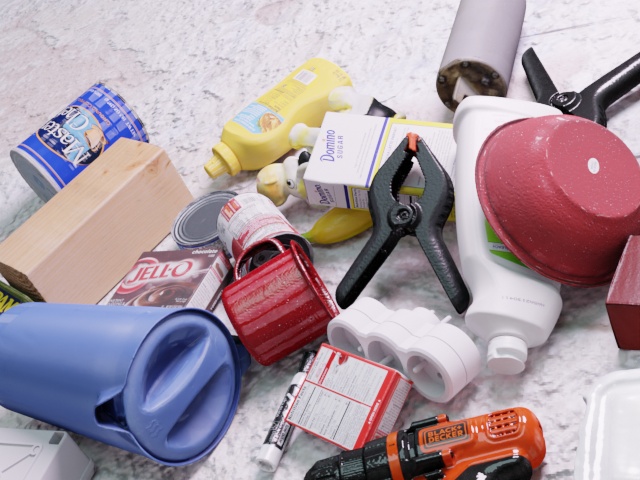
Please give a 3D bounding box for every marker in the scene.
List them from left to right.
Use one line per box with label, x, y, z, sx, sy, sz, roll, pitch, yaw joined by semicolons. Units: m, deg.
marker;-0.025;0.142;0.909;0.020;0.020;0.121;-3;43;30

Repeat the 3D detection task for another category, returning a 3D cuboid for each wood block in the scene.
wood block;-0.250;-0.012;1.183;0.090;0.090;0.205;17;56;45

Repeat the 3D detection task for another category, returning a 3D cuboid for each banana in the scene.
banana;0.059;-0.056;1.078;0.197;0.037;0.070;-39;39;-14

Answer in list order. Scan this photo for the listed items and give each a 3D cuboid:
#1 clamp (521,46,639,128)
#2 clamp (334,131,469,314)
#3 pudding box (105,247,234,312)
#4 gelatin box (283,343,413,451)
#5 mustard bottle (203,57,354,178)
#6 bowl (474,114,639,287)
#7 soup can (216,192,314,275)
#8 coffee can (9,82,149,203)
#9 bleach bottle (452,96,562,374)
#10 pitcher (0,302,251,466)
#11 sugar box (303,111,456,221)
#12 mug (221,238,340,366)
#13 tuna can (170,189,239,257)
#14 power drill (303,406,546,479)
clamp;0.252;-0.129;1.039;0.165;0.036;0.209;-4;44;35
clamp;0.087;-0.011;0.951;0.120;0.039;0.171;11;79;17
pudding box;-0.154;0.051;1.087;0.114;0.039;0.090;-1;43;32
gelatin box;0.022;0.131;0.865;0.089;0.030;0.073;15;75;44
mustard bottle;-0.055;-0.134;1.230;0.191;0.058;0.096;-38;38;-13
bowl;0.209;-0.045;0.867;0.162;0.162;0.055;-59;4;-36
soup can;-0.057;0.001;1.059;0.068;0.068;0.102;-33;36;-7
coffee can;-0.299;-0.115;1.329;0.140;0.102;0.103;-44;39;-21
bleach bottle;0.154;-0.006;0.901;0.102;0.068;0.250;8;56;4
pitcher;-0.192;0.116;0.974;0.243;0.149;0.145;3;61;40
sugar box;0.080;-0.071;1.028;0.176;0.048;0.093;7;54;17
mug;-0.041;0.050;0.964;0.081;0.093;0.117;-31;63;4
tuna can;-0.115;-0.014;1.144;0.086;0.033;0.086;-18;37;14
power drill;0.074;0.204;0.735;0.184;0.057;0.187;-18;37;14
